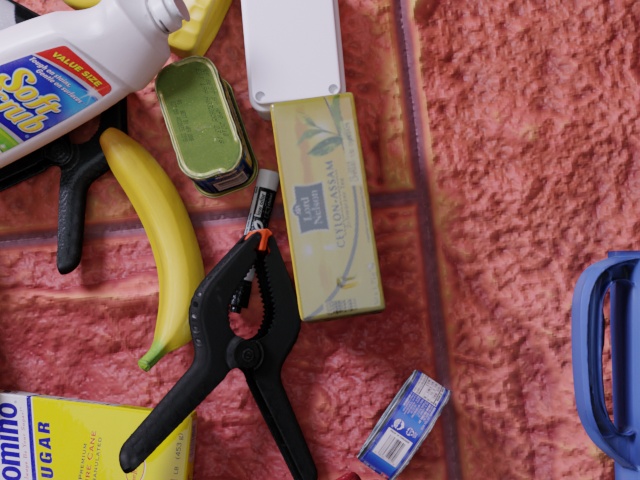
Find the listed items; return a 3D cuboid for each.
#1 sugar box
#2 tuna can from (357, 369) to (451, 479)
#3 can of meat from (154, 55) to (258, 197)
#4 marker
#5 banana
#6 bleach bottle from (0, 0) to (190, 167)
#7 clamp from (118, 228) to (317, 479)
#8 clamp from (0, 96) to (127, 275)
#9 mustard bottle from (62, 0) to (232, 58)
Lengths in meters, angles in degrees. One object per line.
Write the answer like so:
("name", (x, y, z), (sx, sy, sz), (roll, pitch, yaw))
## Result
("sugar box", (-0.191, 0.175, 0.860), (0.176, 0.048, 0.093), (5, 84, 2))
("tuna can", (0.065, 0.144, 0.830), (0.034, 0.086, 0.086), (34, 87, 6))
("can of meat", (-0.092, -0.091, 0.860), (0.057, 0.084, 0.102), (-19, 84, 0))
("marker", (-0.056, 0.001, 0.882), (0.020, 0.020, 0.121), (13, 85, 4))
("banana", (-0.130, 0.003, 0.865), (0.037, 0.069, 0.198), (-17, 82, 39))
("bleach bottle", (-0.218, -0.129, 0.818), (0.251, 0.068, 0.102), (-26, 118, 14))
("clamp", (-0.056, 0.098, 0.846), (0.164, 0.036, 0.210), (20, 77, -25))
("clamp", (-0.224, -0.069, 0.888), (0.120, 0.039, 0.171), (24, 81, 0))
("mustard bottle", (-0.169, -0.229, 0.889), (0.191, 0.058, 0.096), (24, 86, 5))
